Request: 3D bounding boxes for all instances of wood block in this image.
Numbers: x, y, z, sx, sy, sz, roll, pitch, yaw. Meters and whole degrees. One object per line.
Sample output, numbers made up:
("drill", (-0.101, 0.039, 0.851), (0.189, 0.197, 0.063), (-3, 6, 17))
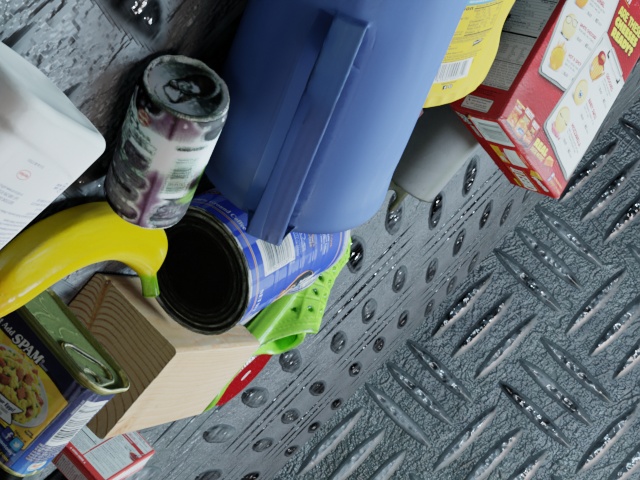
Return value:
("wood block", (-0.137, 0.091, 0.878), (0.091, 0.090, 0.206), (-48, 167, 7))

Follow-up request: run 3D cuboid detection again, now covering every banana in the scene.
("banana", (-0.146, 0.010, 0.674), (0.197, 0.037, 0.069), (-2, 96, -66))

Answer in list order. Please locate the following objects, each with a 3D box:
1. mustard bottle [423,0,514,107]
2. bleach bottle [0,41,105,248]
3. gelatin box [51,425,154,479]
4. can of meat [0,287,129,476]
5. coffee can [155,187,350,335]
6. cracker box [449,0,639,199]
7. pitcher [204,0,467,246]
("mustard bottle", (0.092, -0.173, 0.700), (0.096, 0.058, 0.192), (-12, 148, -23))
("bleach bottle", (-0.212, 0.019, 0.473), (0.251, 0.068, 0.102), (-45, 167, 2))
("gelatin box", (-0.210, 0.197, 1.007), (0.030, 0.073, 0.089), (-52, 167, 26))
("can of meat", (-0.187, 0.086, 0.676), (0.084, 0.102, 0.057), (-46, 167, 7))
("coffee can", (-0.055, 0.001, 0.835), (0.140, 0.103, 0.103), (-30, 160, -51))
("cracker box", (0.232, -0.174, 1.063), (0.164, 0.072, 0.213), (39, 78, -48))
("pitcher", (0.014, -0.118, 0.623), (0.144, 0.149, 0.243), (-14, 148, -31))
